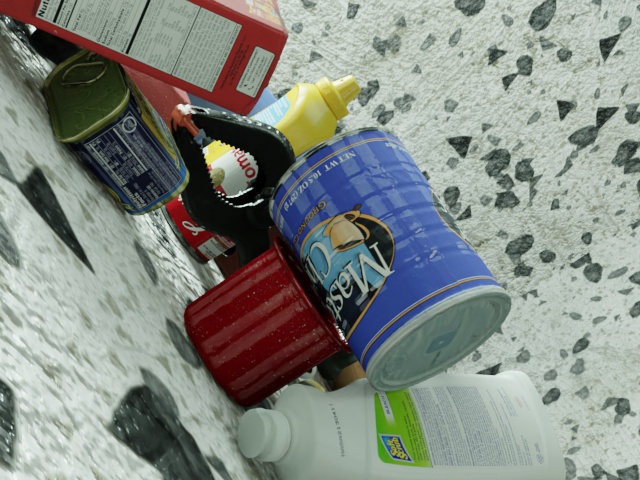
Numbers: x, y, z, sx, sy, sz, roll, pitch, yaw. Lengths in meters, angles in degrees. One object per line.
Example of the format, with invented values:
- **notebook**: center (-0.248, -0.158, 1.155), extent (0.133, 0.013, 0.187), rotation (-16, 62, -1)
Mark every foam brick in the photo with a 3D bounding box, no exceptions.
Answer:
- **foam brick**: center (-0.056, 0.001, 0.959), extent (0.053, 0.078, 0.051), rotation (56, 4, 22)

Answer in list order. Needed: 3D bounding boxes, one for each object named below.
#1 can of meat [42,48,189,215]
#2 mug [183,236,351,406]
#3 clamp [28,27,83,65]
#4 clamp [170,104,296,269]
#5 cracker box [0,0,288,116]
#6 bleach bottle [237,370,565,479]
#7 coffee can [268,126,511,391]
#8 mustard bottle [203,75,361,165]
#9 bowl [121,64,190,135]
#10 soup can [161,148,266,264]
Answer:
- **can of meat**: center (-0.140, -0.076, 0.736), extent (0.084, 0.057, 0.102), rotation (55, 4, -40)
- **mug**: center (-0.033, 0.062, 0.724), extent (0.093, 0.081, 0.117), rotation (59, 5, 31)
- **clamp**: center (-0.184, -0.139, 0.820), extent (0.171, 0.039, 0.120), rotation (46, 12, -44)
- **clamp**: center (-0.035, -0.032, 0.829), extent (0.210, 0.164, 0.036), rotation (56, -6, -30)
- **cracker box**: center (-0.135, -0.172, 0.727), extent (0.213, 0.072, 0.164), rotation (21, 20, -15)
- **bleach bottle**: center (0.053, 0.128, 0.713), extent (0.250, 0.068, 0.102), rotation (12, 45, -38)
- **coffee can**: center (0.043, 0.012, 0.693), extent (0.140, 0.103, 0.102), rotation (58, 5, 26)
- **mustard bottle**: center (-0.047, -0.093, 0.986), extent (0.058, 0.191, 0.096), rotation (55, 5, -17)
- **bowl**: center (-0.166, -0.145, 0.970), extent (0.162, 0.055, 0.162), rotation (56, 4, -6)
- **soup can**: center (-0.072, -0.036, 0.880), extent (0.068, 0.102, 0.068), rotation (56, 5, -7)
